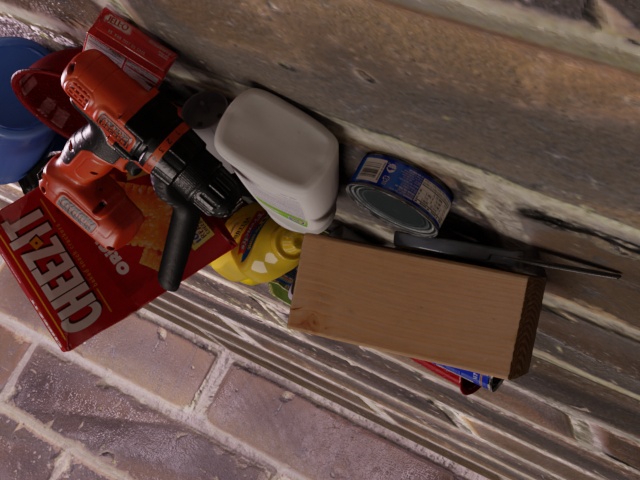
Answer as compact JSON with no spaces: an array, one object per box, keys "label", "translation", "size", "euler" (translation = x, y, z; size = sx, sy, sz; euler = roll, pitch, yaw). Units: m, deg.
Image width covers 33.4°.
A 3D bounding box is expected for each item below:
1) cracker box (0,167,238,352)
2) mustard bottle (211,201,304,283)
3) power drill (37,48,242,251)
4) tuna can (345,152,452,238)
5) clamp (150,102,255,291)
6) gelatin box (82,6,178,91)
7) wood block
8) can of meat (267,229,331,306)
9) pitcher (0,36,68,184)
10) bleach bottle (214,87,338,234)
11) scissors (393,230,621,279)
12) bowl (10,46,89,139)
[{"label":"cracker box","translation":[-0.221,-0.006,1.131],"size":[0.164,0.213,0.072],"euler":[59,163,-4]},{"label":"mustard bottle","translation":[-0.058,0.001,1.179],"size":[0.058,0.096,0.192],"euler":[38,166,-19]},{"label":"power drill","translation":[-0.168,-0.061,0.950],"size":[0.184,0.057,0.188],"euler":[44,142,-3]},{"label":"tuna can","translation":[0.066,-0.038,0.892],"size":[0.086,0.033,0.086],"euler":[27,168,6]},{"label":"clamp","translation":[-0.109,-0.060,1.051],"size":[0.036,0.164,0.210],"euler":[35,150,30]},{"label":"gelatin box","translation":[-0.166,-0.160,0.923],"size":[0.073,0.030,0.089],"euler":[32,167,-11]},{"label":"wood block","translation":[0.087,0.057,0.962],"size":[0.206,0.091,0.090],"euler":[11,-178,22]},{"label":"can of meat","translation":[-0.019,0.032,1.252],"size":[0.057,0.084,0.102],"euler":[27,168,8]},{"label":"pitcher","translation":[-0.339,-0.143,1.188],"size":[0.145,0.149,0.243],"euler":[56,160,-8]},{"label":"bleach bottle","translation":[-0.033,-0.056,0.980],"size":[0.102,0.068,0.251],"euler":[31,171,6]},{"label":"scissors","translation":[0.163,0.016,0.927],"size":[0.202,0.016,0.096],"euler":[11,180,22]},{"label":"bowl","translation":[-0.212,-0.137,1.029],"size":[0.162,0.055,0.162],"euler":[20,161,7]}]
